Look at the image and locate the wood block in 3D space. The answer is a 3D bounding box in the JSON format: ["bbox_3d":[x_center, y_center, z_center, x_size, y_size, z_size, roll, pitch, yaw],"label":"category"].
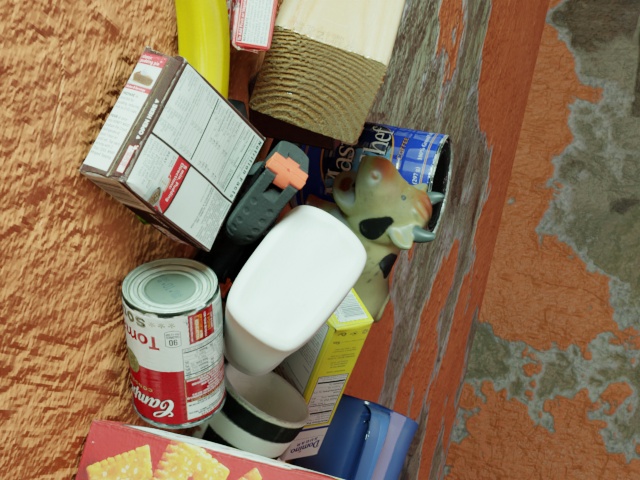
[{"bbox_3d":[0.018,-0.189,0.856,0.091,0.090,0.206,113,-6,-50],"label":"wood block"}]

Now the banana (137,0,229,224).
[{"bbox_3d":[-0.086,-0.109,0.727,0.069,0.037,0.198,-34,134,-71],"label":"banana"}]

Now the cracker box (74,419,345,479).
[{"bbox_3d":[-0.046,0.190,0.759,0.164,0.214,0.072,50,53,-71],"label":"cracker box"}]

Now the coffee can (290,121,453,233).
[{"bbox_3d":[0.051,-0.065,1.054,0.102,0.140,0.103,12,90,-74],"label":"coffee can"}]

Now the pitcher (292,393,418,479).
[{"bbox_3d":[0.020,0.302,1.240,0.149,0.145,0.243,37,67,-51],"label":"pitcher"}]

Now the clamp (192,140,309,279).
[{"bbox_3d":[-0.043,-0.033,0.769,0.172,0.039,0.120,-37,-154,58],"label":"clamp"}]

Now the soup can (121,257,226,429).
[{"bbox_3d":[-0.102,0.072,0.748,0.068,0.068,0.102,-58,154,-52],"label":"soup can"}]

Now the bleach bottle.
[{"bbox_3d":[-0.032,0.052,0.826,0.102,0.068,0.251,-52,178,-14],"label":"bleach bottle"}]

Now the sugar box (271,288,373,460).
[{"bbox_3d":[-0.013,0.106,0.963,0.093,0.048,0.176,59,-36,40],"label":"sugar box"}]

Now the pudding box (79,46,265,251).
[{"bbox_3d":[-0.090,-0.055,0.682,0.090,0.039,0.113,-65,150,-12],"label":"pudding box"}]

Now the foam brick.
[{"bbox_3d":[-0.016,-0.115,0.901,0.053,0.078,0.051,-56,154,-50],"label":"foam brick"}]

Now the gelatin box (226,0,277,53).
[{"bbox_3d":[-0.050,-0.182,0.767,0.073,0.030,0.089,-132,-130,-73],"label":"gelatin box"}]
